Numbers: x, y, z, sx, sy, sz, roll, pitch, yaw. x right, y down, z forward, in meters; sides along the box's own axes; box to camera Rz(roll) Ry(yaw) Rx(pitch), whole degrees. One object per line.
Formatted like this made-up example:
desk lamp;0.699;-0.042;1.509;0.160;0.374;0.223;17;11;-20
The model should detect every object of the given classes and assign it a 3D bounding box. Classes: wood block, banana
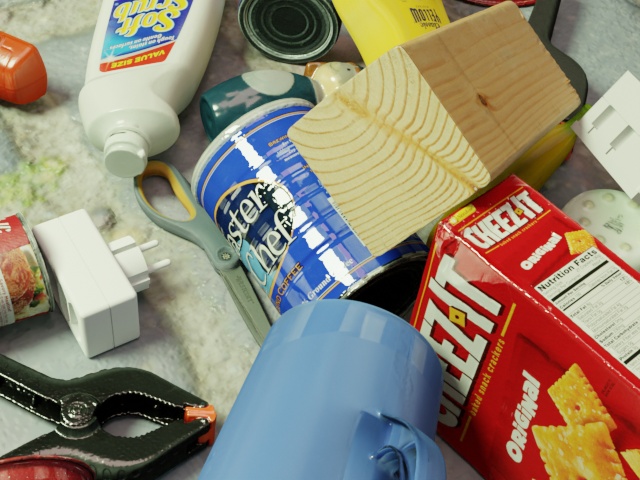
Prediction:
wood block;0.080;-0.078;0.667;0.091;0.090;0.205;55;32;0
banana;0.125;-0.033;0.761;0.037;0.070;0.197;39;57;14

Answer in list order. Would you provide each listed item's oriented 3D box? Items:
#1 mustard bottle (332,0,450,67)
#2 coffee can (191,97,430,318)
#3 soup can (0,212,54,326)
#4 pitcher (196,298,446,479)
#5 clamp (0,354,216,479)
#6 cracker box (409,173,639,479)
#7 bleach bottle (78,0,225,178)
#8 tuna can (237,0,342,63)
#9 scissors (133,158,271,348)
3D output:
mustard bottle;0.078;-0.130;0.822;0.096;0.058;0.192;-10;73;-47
coffee can;-0.005;-0.008;0.693;0.102;0.103;0.140;-26;64;-25
soup can;-0.228;0.030;0.672;0.102;0.068;0.068;-19;54;-21
pitcher;-0.003;0.144;0.542;0.149;0.145;0.242;5;44;16
clamp;-0.151;0.103;0.637;0.171;0.039;0.120;-4;54;-18
cracker box;0.143;0.093;0.593;0.072;0.164;0.214;-30;59;-30
bleach bottle;-0.126;-0.146;0.828;0.102;0.068;0.251;1;48;1
tuna can;-0.023;-0.186;0.866;0.086;0.086;0.033;10;51;3
scissors;-0.055;0.001;0.749;0.096;0.016;0.202;-31;59;-28
